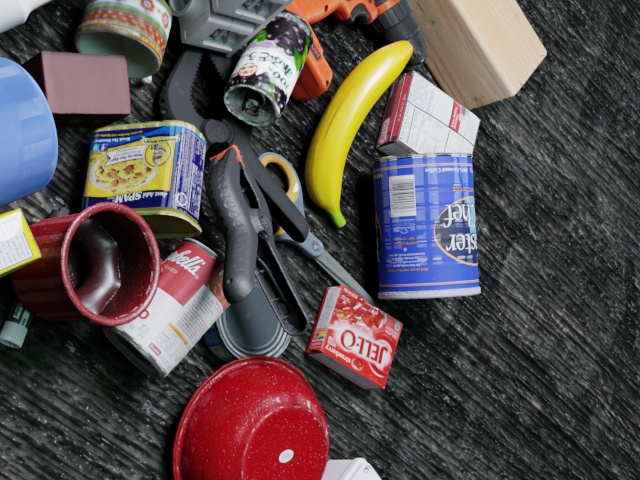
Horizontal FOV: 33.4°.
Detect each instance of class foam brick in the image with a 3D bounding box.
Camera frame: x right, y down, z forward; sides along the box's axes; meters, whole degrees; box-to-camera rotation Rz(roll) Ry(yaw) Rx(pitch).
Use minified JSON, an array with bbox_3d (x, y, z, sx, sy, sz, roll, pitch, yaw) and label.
[{"bbox_3d":[-0.203,-0.123,0.881,0.078,0.053,0.051,-5,84,-39],"label":"foam brick"}]

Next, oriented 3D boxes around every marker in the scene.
[{"bbox_3d":[-0.226,0.027,0.853,0.020,0.020,0.121,31,62,-31],"label":"marker"}]

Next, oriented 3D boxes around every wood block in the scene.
[{"bbox_3d":[0.149,-0.256,1.179,0.206,0.090,0.090,54,54,-18],"label":"wood block"}]

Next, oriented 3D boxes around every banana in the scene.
[{"bbox_3d":[0.029,-0.113,1.049,0.069,0.037,0.198,18,96,-52],"label":"banana"}]

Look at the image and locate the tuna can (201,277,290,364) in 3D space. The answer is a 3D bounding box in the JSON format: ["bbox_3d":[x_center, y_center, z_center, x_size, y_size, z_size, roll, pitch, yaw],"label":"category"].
[{"bbox_3d":[-0.068,0.070,0.966,0.085,0.034,0.086,9,75,-38],"label":"tuna can"}]

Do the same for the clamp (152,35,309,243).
[{"bbox_3d":[-0.089,-0.088,0.970,0.164,0.036,0.210,5,73,-28],"label":"clamp"}]

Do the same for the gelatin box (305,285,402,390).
[{"bbox_3d":[0.035,0.097,1.049,0.089,0.030,0.073,34,61,-29],"label":"gelatin box"}]

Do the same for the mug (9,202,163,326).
[{"bbox_3d":[-0.177,0.020,0.831,0.117,0.082,0.093,-1,87,-49],"label":"mug"}]

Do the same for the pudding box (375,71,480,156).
[{"bbox_3d":[0.118,-0.117,1.158,0.113,0.039,0.090,29,65,-30],"label":"pudding box"}]

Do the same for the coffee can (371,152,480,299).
[{"bbox_3d":[0.105,-0.013,1.073,0.102,0.103,0.140,-2,89,-40],"label":"coffee can"}]

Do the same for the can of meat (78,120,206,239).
[{"bbox_3d":[-0.147,-0.049,0.882,0.057,0.102,0.084,45,45,-64],"label":"can of meat"}]

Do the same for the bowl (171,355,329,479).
[{"bbox_3d":[-0.046,0.183,0.924,0.161,0.055,0.162,-4,97,-39],"label":"bowl"}]

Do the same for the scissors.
[{"bbox_3d":[-0.009,-0.014,1.044,0.201,0.016,0.096,29,65,-32],"label":"scissors"}]

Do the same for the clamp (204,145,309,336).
[{"bbox_3d":[-0.056,0.001,0.901,0.120,0.039,0.171,52,21,-53],"label":"clamp"}]

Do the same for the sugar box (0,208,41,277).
[{"bbox_3d":[-0.295,0.032,0.745,0.175,0.094,0.048,-25,97,-41],"label":"sugar box"}]

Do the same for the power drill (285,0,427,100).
[{"bbox_3d":[0.021,-0.222,1.089,0.184,0.057,0.187,55,51,-17],"label":"power drill"}]

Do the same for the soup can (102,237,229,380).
[{"bbox_3d":[-0.123,0.057,0.888,0.102,0.069,0.068,-48,112,-21],"label":"soup can"}]
